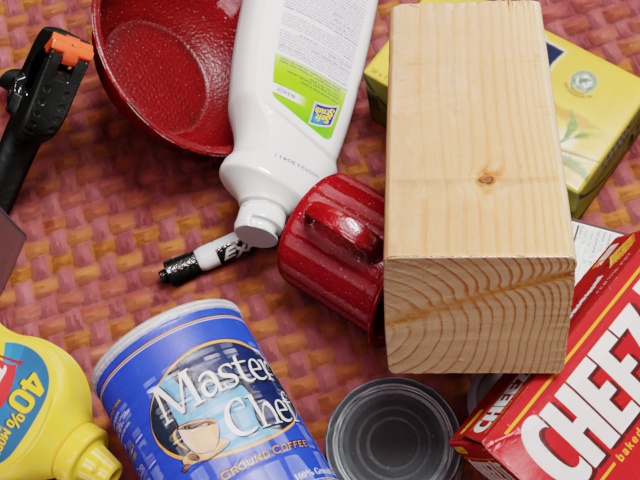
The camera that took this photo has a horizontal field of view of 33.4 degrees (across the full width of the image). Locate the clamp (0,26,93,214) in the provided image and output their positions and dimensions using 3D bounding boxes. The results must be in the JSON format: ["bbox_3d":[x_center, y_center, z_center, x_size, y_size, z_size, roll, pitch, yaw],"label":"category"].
[{"bbox_3d":[-0.199,-0.102,0.741,0.039,0.172,0.120,11,56,-33],"label":"clamp"}]

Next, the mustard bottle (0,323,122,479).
[{"bbox_3d":[-0.207,0.103,0.688,0.192,0.058,0.096,29,82,18],"label":"mustard bottle"}]

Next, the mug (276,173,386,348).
[{"bbox_3d":[0.023,0.006,0.673,0.082,0.117,0.093,31,85,24],"label":"mug"}]

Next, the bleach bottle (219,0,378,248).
[{"bbox_3d":[-0.023,-0.114,0.733,0.102,0.068,0.250,23,61,-18],"label":"bleach bottle"}]

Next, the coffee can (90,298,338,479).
[{"bbox_3d":[-0.061,0.120,0.637,0.102,0.103,0.140,-30,66,-7],"label":"coffee can"}]

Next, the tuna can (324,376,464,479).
[{"bbox_3d":[0.046,0.128,0.657,0.086,0.034,0.086,-3,66,6],"label":"tuna can"}]

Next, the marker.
[{"bbox_3d":[-0.055,0.001,0.735,0.121,0.020,0.020,-24,65,-3],"label":"marker"}]

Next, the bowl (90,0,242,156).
[{"bbox_3d":[-0.101,-0.125,0.752,0.055,0.161,0.162,-25,55,45],"label":"bowl"}]

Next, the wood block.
[{"bbox_3d":[0.082,-0.036,0.586,0.091,0.090,0.206,0,46,6],"label":"wood block"}]

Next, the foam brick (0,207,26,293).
[{"bbox_3d":[-0.247,-0.002,0.731,0.053,0.078,0.051,11,68,14],"label":"foam brick"}]
